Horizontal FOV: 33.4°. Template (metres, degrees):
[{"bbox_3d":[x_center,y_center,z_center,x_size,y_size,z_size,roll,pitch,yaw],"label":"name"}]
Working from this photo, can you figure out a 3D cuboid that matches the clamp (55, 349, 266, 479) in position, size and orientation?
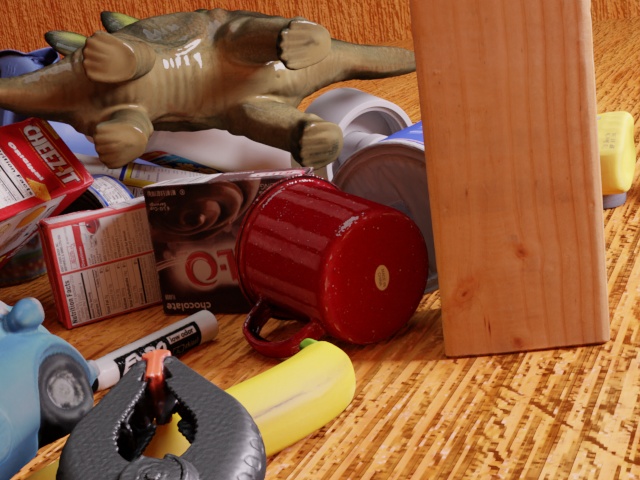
[{"bbox_3d":[-0.065,0.102,0.378,0.120,0.039,0.171,-8,28,-14],"label":"clamp"}]

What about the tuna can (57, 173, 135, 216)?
[{"bbox_3d":[-0.169,-0.006,0.800,0.086,0.086,0.033,4,17,38],"label":"tuna can"}]

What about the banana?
[{"bbox_3d":[-0.044,0.086,0.489,0.197,0.037,0.070,-20,0,-44],"label":"banana"}]

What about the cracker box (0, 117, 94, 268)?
[{"bbox_3d":[-0.275,0.004,0.700,0.164,0.072,0.213,-37,0,28],"label":"cracker box"}]

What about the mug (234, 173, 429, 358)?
[{"bbox_3d":[0.002,0.021,0.626,0.117,0.093,0.082,-47,35,-17],"label":"mug"}]

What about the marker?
[{"bbox_3d":[-0.107,0.068,0.615,0.020,0.020,0.120,5,19,41],"label":"marker"}]

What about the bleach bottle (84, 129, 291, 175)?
[{"bbox_3d":[-0.127,-0.092,0.960,0.103,0.068,0.250,5,-4,40],"label":"bleach bottle"}]

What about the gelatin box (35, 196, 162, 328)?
[{"bbox_3d":[-0.144,0.013,0.738,0.089,0.073,0.030,-15,16,-24],"label":"gelatin box"}]

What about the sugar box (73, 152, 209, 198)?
[{"bbox_3d":[-0.142,-0.036,0.890,0.176,0.048,0.093,7,12,-7],"label":"sugar box"}]

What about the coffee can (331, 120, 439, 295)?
[{"bbox_3d":[0.079,-0.031,0.733,0.103,0.103,0.140,0,16,28],"label":"coffee can"}]

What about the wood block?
[{"bbox_3d":[0.102,-0.051,0.587,0.090,0.206,0.090,-6,15,6],"label":"wood block"}]

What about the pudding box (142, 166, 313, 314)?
[{"bbox_3d":[-0.055,0.001,0.705,0.114,0.090,0.039,-3,14,21],"label":"pudding box"}]
